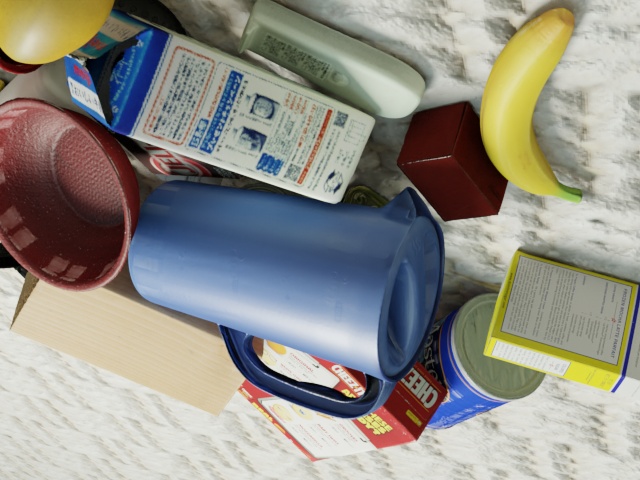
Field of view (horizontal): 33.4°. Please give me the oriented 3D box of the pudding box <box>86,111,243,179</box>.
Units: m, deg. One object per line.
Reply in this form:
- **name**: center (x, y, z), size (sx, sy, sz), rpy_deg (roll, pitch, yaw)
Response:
- **pudding box**: center (-0.120, -0.090, 0.857), size (0.090, 0.039, 0.113), rpy_deg (4, 155, 25)

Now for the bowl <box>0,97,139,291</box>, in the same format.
- **bowl**: center (-0.198, -0.042, 0.850), size (0.162, 0.055, 0.162), rpy_deg (14, 119, 27)

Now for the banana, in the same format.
- **banana**: center (0.147, -0.090, 0.757), size (0.070, 0.037, 0.197), rpy_deg (-8, 145, 11)

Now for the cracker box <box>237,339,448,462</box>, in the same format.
- **cracker box**: center (0.001, 0.132, 1.050), size (0.164, 0.072, 0.214), rpy_deg (45, 149, -8)

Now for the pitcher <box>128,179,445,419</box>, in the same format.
- **pitcher**: center (-0.032, 0.033, 0.865), size (0.243, 0.149, 0.145), rpy_deg (12, 143, 25)

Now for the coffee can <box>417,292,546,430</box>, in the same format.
- **coffee can**: center (0.140, 0.121, 1.042), size (0.102, 0.102, 0.141), rpy_deg (28, 150, -12)

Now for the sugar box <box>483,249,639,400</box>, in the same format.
- **sugar box**: center (0.238, 0.077, 0.916), size (0.176, 0.093, 0.048), rpy_deg (18, 151, 6)

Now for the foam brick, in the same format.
- **foam brick**: center (0.103, -0.058, 0.816), size (0.051, 0.053, 0.078), rpy_deg (-6, 141, 39)

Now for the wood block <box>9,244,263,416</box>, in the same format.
- **wood block**: center (-0.162, 0.066, 0.973), size (0.206, 0.090, 0.091), rpy_deg (26, 120, -19)

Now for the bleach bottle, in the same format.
- **bleach bottle**: center (-0.274, -0.082, 0.948), size (0.251, 0.068, 0.102), rpy_deg (-26, 133, 36)
